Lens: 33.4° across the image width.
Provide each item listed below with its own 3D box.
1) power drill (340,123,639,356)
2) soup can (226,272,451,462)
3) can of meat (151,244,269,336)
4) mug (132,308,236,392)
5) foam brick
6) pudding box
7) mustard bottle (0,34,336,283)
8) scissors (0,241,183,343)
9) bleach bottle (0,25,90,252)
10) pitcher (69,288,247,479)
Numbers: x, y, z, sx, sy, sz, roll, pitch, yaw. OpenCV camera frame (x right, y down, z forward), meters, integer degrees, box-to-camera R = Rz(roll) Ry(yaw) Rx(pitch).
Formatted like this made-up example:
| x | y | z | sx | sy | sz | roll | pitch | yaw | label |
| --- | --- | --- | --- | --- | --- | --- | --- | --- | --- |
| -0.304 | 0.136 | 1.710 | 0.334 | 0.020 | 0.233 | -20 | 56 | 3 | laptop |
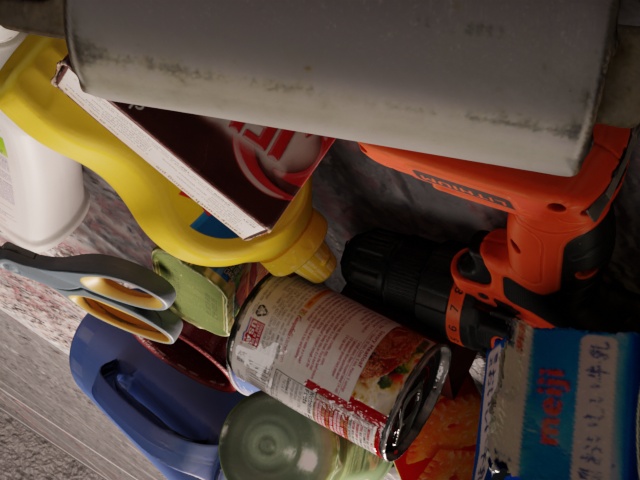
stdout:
| x | y | z | sx | sy | sz | roll | pitch | yaw | label |
| --- | --- | --- | --- | --- | --- | --- | --- | --- | --- |
| 0.074 | -0.004 | 0.487 | 0.185 | 0.057 | 0.187 | 16 | 156 | 27 | power drill |
| 0.009 | 0.064 | 0.571 | 0.102 | 0.068 | 0.068 | 26 | 157 | 23 | soup can |
| -0.054 | 0.001 | 0.629 | 0.057 | 0.084 | 0.102 | 29 | 157 | 9 | can of meat |
| -0.082 | 0.043 | 0.755 | 0.093 | 0.081 | 0.117 | 17 | 153 | 33 | mug |
| 0.053 | 0.047 | 0.624 | 0.078 | 0.051 | 0.053 | 23 | 155 | 23 | foam brick |
| -0.045 | -0.069 | 0.466 | 0.113 | 0.090 | 0.039 | 38 | 158 | -12 | pudding box |
| -0.060 | -0.043 | 0.529 | 0.191 | 0.096 | 0.058 | 44 | 153 | -25 | mustard bottle |
| -0.167 | 0.008 | 0.618 | 0.201 | 0.016 | 0.096 | 28 | 153 | -15 | scissors |
| -0.195 | -0.079 | 0.680 | 0.102 | 0.068 | 0.251 | 40 | 156 | 3 | bleach bottle |
| -0.109 | 0.129 | 0.868 | 0.243 | 0.144 | 0.149 | 28 | 144 | 41 | pitcher |
